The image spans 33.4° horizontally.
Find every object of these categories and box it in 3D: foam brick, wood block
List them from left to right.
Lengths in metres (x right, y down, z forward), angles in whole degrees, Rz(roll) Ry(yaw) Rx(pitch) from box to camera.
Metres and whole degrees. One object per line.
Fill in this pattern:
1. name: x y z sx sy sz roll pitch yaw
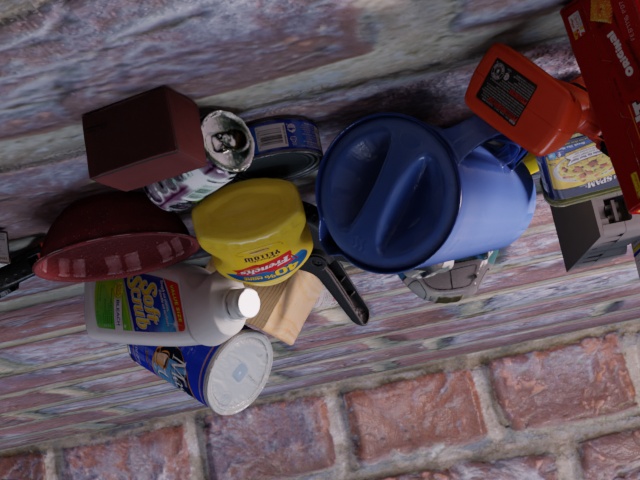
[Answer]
1. foam brick: -0.133 -0.076 0.810 0.078 0.053 0.051 -15 166 20
2. wood block: -0.067 0.056 1.243 0.091 0.090 0.206 27 174 12

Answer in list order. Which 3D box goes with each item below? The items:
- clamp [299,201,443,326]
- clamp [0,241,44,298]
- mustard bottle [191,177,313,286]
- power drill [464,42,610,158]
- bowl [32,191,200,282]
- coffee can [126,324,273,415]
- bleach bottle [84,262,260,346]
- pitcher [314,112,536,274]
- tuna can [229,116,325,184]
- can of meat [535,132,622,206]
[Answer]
1. clamp: 0.002 0.016 1.097 0.210 0.036 0.165 24 143 -8
2. clamp: -0.338 0.040 1.133 0.172 0.039 0.120 -22 -169 21
3. mustard bottle: -0.056 0.002 0.996 0.096 0.058 0.191 -17 163 -1
4. power drill: 0.218 -0.087 0.837 0.187 0.185 0.057 10 115 -41
5. bowl: -0.200 -0.007 1.031 0.162 0.055 0.162 -10 167 -3
6. coffee can: -0.140 0.126 1.231 0.140 0.103 0.102 24 -170 37
7. bleach bottle: -0.155 0.060 1.122 0.067 0.102 0.251 5 173 -43
8. pitcher: 0.117 -0.046 0.966 0.149 0.145 0.242 12 -173 29
9. tuna can: -0.041 -0.076 0.920 0.086 0.034 0.086 -11 167 -3
10. can of meat: 0.248 -0.087 0.991 0.102 0.057 0.084 -15 134 13
